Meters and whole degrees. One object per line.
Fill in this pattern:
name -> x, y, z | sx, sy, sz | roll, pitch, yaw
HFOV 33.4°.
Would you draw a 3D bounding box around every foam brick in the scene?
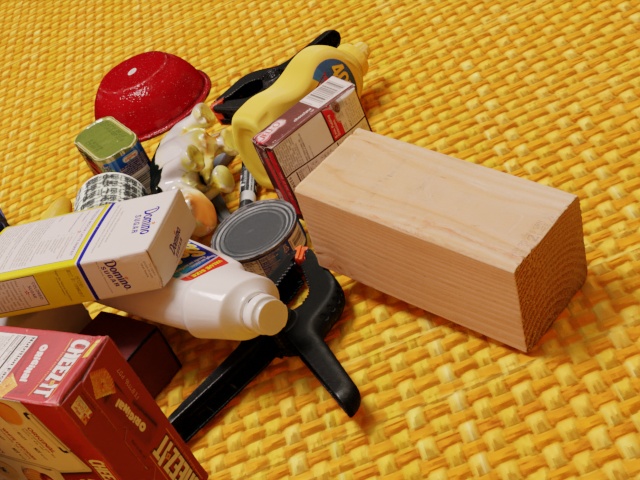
foam brick -> -0.170, 0.101, 0.918 | 0.078, 0.053, 0.051 | 10, 48, 40

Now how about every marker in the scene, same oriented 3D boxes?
marker -> -0.073, -0.055, 1.090 | 0.020, 0.020, 0.121 | -17, 36, 12

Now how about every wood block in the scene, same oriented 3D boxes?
wood block -> 0.093, -0.006, 0.835 | 0.206, 0.091, 0.090 | 22, 55, 37

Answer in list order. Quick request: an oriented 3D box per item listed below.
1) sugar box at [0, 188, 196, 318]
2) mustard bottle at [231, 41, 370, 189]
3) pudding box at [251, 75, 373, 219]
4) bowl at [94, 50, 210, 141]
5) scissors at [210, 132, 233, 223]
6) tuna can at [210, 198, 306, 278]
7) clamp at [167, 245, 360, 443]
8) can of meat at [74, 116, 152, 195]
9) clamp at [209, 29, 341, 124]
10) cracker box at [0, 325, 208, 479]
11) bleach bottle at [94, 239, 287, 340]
sugar box -> -0.199, 0.013, 0.888 | 0.176, 0.048, 0.093 | -8, 33, 19
mustard bottle -> -0.008, -0.144, 1.097 | 0.058, 0.096, 0.191 | 13, 50, 39
pudding box -> -0.002, -0.089, 1.029 | 0.113, 0.090, 0.039 | -39, 38, -19
bowl -> -0.220, -0.187, 1.323 | 0.162, 0.055, 0.162 | -17, 35, 12
scissors -> -0.105, -0.068, 1.129 | 0.096, 0.016, 0.202 | -37, 37, -16
tuna can -> -0.057, 0.001, 0.993 | 0.086, 0.033, 0.086 | -17, 36, 12
clamp -> -0.040, 0.082, 0.875 | 0.165, 0.036, 0.210 | -17, 33, 17
can of meat -> -0.214, -0.078, 1.152 | 0.057, 0.084, 0.102 | -36, 36, -15
clamp -> -0.043, -0.184, 1.221 | 0.172, 0.039, 0.120 | -14, 35, 16
cracker box -> -0.211, 0.138, 0.800 | 0.214, 0.164, 0.072 | 1, 45, 33
bleach bottle -> -0.109, 0.038, 0.908 | 0.102, 0.068, 0.251 | -15, 18, -37
